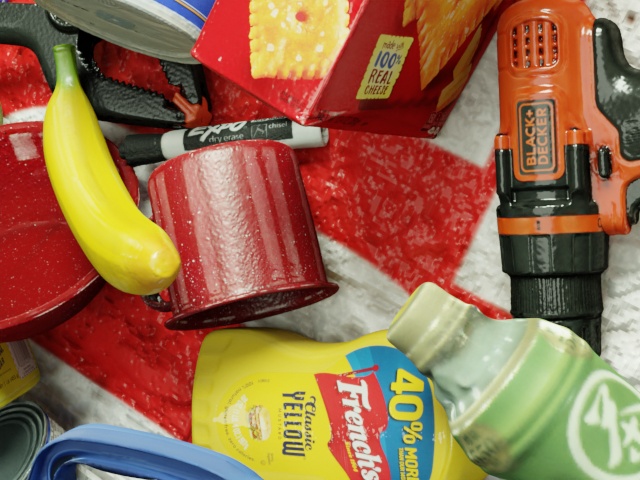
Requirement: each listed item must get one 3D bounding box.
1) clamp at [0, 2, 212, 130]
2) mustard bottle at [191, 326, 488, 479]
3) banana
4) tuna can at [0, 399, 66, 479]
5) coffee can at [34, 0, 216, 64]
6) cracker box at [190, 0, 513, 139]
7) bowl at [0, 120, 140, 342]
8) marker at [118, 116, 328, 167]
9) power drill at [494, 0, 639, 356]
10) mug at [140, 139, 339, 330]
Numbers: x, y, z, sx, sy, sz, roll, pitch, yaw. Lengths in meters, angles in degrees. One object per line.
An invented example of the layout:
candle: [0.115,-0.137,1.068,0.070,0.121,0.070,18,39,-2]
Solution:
clamp: [-0.150,-0.130,0.627,0.164,0.036,0.210,-42,79,6]
mustard bottle: [0.028,0.093,0.544,0.192,0.058,0.096,-1,86,26]
banana: [-0.113,-0.024,0.546,0.070,0.037,0.198,89,155,-42]
tuna can: [-0.189,0.140,0.639,0.086,0.033,0.086,-23,37,18]
coffee can: [-0.082,-0.176,0.551,0.103,0.102,0.140,17,85,25]
cracker box: [0.053,-0.151,0.468,0.072,0.164,0.214,35,106,19]
bowl: [-0.178,0.004,0.618,0.162,0.055,0.162,-5,48,5]
marker: [-0.056,-0.055,0.592,0.121,0.020,0.020,-5,89,16]
power drill: [0.169,-0.024,0.473,0.188,0.057,0.184,-2,93,25]
mug: [-0.054,0.001,0.568,0.117,0.093,0.081,-20,78,32]
